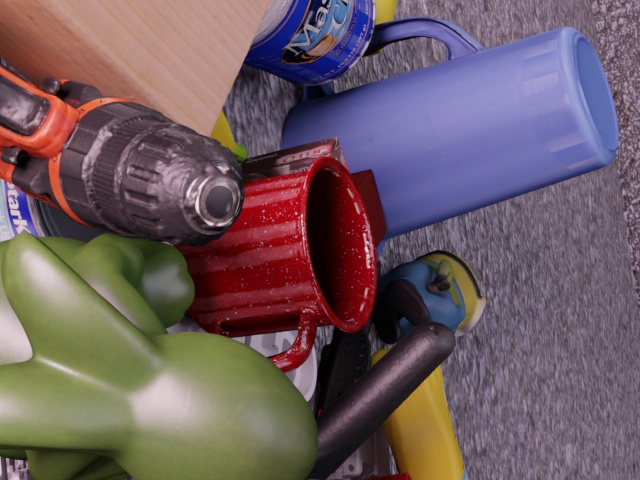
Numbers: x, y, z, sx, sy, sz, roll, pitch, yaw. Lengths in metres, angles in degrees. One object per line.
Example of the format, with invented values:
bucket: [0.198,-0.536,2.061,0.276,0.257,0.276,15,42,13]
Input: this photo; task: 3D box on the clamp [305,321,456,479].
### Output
clamp: [-0.010,0.131,0.599,0.209,0.036,0.165,-10,121,-26]

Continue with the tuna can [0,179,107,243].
tuna can: [-0.134,-0.021,0.549,0.086,0.034,0.086,-10,90,-66]

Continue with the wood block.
wood block: [-0.110,-0.127,0.437,0.091,0.090,0.206,-67,153,-11]

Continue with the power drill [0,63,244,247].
power drill: [-0.133,-0.060,0.387,0.187,0.185,0.057,35,78,-38]

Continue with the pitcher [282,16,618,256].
pitcher: [0.098,-0.090,0.838,0.149,0.243,0.145,50,37,-36]

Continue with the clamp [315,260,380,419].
clamp: [0.015,0.097,0.762,0.171,0.039,0.120,-73,172,-59]

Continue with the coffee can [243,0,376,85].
coffee can: [-0.033,-0.170,0.747,0.140,0.103,0.103,4,77,-66]

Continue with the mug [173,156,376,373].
mug: [-0.025,0.018,0.564,0.093,0.082,0.117,48,39,-50]

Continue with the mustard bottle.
mustard bottle: [0.085,0.177,0.809,0.096,0.058,0.191,-96,169,-83]
